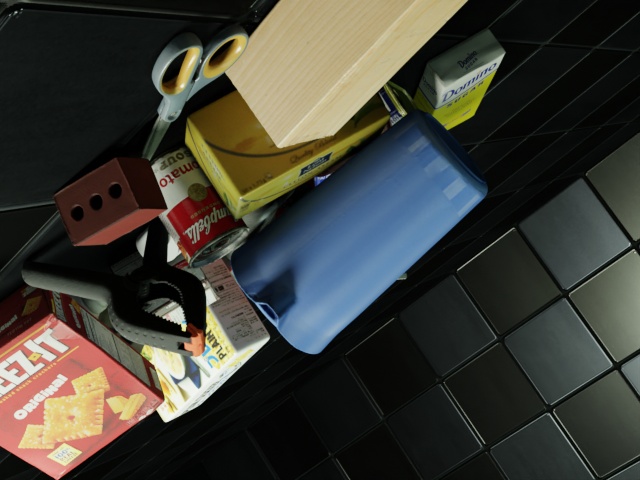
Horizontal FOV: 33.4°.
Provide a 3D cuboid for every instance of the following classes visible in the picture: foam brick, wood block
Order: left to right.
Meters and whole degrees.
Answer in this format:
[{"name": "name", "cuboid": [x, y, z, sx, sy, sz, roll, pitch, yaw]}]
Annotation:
[{"name": "foam brick", "cuboid": [-0.187, -0.034, 0.954, 0.078, 0.053, 0.051, -28, 170, 20]}, {"name": "wood block", "cuboid": [0.025, -0.178, 0.879, 0.090, 0.091, 0.206, -21, 162, -51]}]

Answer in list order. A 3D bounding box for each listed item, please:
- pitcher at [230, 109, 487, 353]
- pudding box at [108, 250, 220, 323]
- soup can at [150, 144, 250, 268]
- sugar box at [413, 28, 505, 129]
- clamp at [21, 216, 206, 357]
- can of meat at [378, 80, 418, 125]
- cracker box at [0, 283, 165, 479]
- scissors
[{"name": "pitcher", "cuboid": [0.041, -0.014, 1.048, 0.243, 0.149, 0.144, -41, 135, 15]}, {"name": "pudding box", "cuboid": [-0.178, 0.047, 1.205, 0.090, 0.114, 0.039, -32, 132, -9]}, {"name": "soup can", "cuboid": [-0.123, -0.033, 1.035, 0.068, 0.102, 0.068, -32, 168, -8]}, {"name": "sugar box", "cuboid": [0.165, -0.188, 1.335, 0.093, 0.048, 0.176, -31, 169, -13]}, {"name": "clamp", "cuboid": [-0.168, 0.039, 1.042, 0.164, 0.210, 0.036, -34, 139, -32]}, {"name": "can of meat", "cuboid": [0.068, -0.138, 1.253, 0.084, 0.057, 0.102, -34, 168, 16]}, {"name": "cracker box", "cuboid": [-0.297, 0.156, 1.169, 0.164, 0.072, 0.213, -35, 136, 5]}, {"name": "scissors", "cuboid": [-0.112, -0.124, 0.913, 0.096, 0.016, 0.202, -30, 168, -20]}]
